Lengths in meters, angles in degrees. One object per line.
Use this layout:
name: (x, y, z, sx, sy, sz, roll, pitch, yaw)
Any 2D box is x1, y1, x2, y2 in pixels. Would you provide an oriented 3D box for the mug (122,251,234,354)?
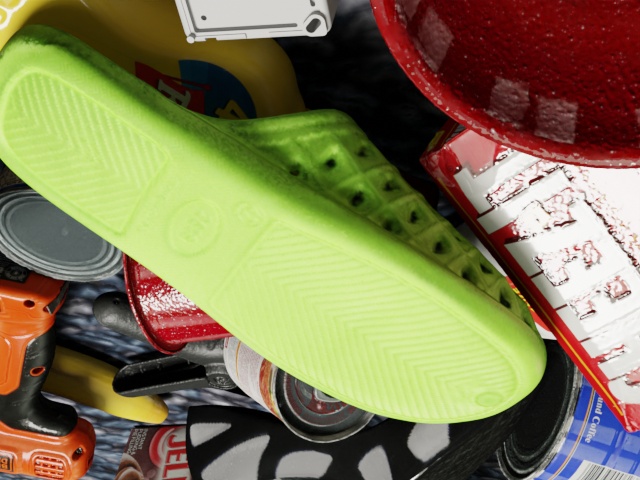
mug: (-0.054, 0.001, 0.586, 0.082, 0.093, 0.117, -8, 103, 17)

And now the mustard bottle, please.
mustard bottle: (-0.070, -0.073, 0.506, 0.191, 0.058, 0.096, 25, 136, -18)

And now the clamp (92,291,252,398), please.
clamp: (-0.071, 0.084, 0.730, 0.171, 0.039, 0.120, 13, 151, -5)

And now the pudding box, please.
pudding box: (-0.117, 0.198, 0.830, 0.090, 0.113, 0.039, -7, 137, 21)

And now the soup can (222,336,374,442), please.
soup can: (-0.013, 0.073, 0.635, 0.068, 0.068, 0.102, 29, 176, -22)

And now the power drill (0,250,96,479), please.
power drill: (-0.238, 0.078, 0.709, 0.184, 0.057, 0.188, 10, 128, -2)

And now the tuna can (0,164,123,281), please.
tuna can: (-0.150, -0.014, 0.624, 0.086, 0.033, 0.086, 7, 143, 5)

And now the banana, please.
banana: (-0.207, 0.095, 0.785, 0.197, 0.037, 0.070, 14, 158, -2)
